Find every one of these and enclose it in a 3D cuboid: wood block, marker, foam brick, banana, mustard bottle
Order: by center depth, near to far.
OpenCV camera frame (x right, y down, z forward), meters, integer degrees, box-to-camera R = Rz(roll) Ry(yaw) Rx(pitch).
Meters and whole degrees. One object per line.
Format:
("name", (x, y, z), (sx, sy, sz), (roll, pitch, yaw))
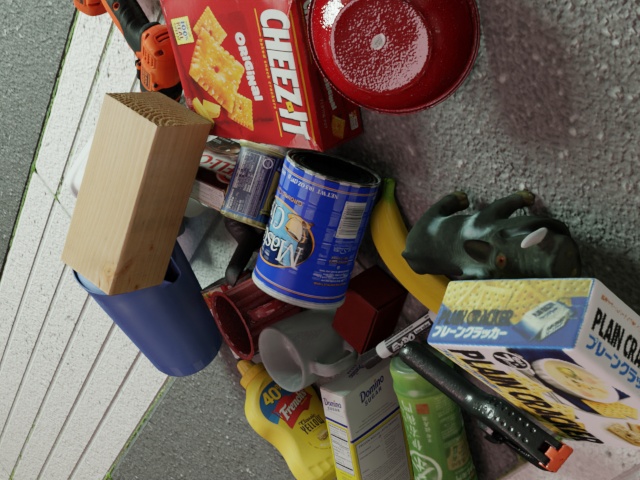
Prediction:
("banana", (0.109, 0.030, 1.105), (0.198, 0.037, 0.070), (51, 143, 12))
("marker", (0.089, 0.106, 1.154), (0.121, 0.020, 0.020), (-37, 84, 28))
("foam brick", (0.054, 0.077, 1.189), (0.051, 0.052, 0.078), (40, 138, 24))
("wood block", (-0.207, -0.054, 1.197), (0.091, 0.090, 0.206), (31, 114, 28))
("mustard bottle", (-0.039, 0.222, 1.358), (0.192, 0.096, 0.058), (45, 141, 20))

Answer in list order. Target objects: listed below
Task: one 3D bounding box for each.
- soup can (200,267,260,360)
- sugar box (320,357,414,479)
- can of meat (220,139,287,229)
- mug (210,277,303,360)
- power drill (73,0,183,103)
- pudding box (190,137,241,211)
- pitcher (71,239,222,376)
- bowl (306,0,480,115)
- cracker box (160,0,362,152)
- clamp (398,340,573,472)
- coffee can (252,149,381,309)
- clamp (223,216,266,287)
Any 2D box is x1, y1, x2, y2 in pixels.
("soup can", (-0.101, 0.094, 1.370), (0.069, 0.068, 0.102), (-20, 99, 53))
("sugar box", (0.056, 0.229, 1.255), (0.048, 0.093, 0.176), (13, 122, 45))
("can of meat", (-0.061, -0.056, 1.167), (0.057, 0.102, 0.084), (18, 89, 22))
("mug", (-0.070, 0.084, 1.285), (0.093, 0.081, 0.117), (62, 154, 3))
("power drill", (-0.227, -0.244, 1.287), (0.188, 0.057, 0.185), (52, 157, 13))
("pudding box", (-0.113, -0.078, 1.249), (0.114, 0.089, 0.039), (23, 130, 40))
("pitcher", (-0.223, 0.072, 1.393), (0.242, 0.145, 0.149), (67, -176, -51))
("bowl", (0.059, -0.181, 0.949), (0.162, 0.055, 0.162), (7, 116, 14))
("cracker box", (-0.066, -0.188, 1.135), (0.214, 0.072, 0.164), (13, 124, 44))
("clamp", (0.178, 0.180, 1.041), (0.164, 0.036, 0.210), (44, 172, -31))
("coffee can", (-0.005, -0.012, 1.118), (0.103, 0.102, 0.140), (29, 112, 35))
("clamp", (-0.058, 0.002, 1.236), (0.039, 0.120, 0.171), (-55, 29, 34))
